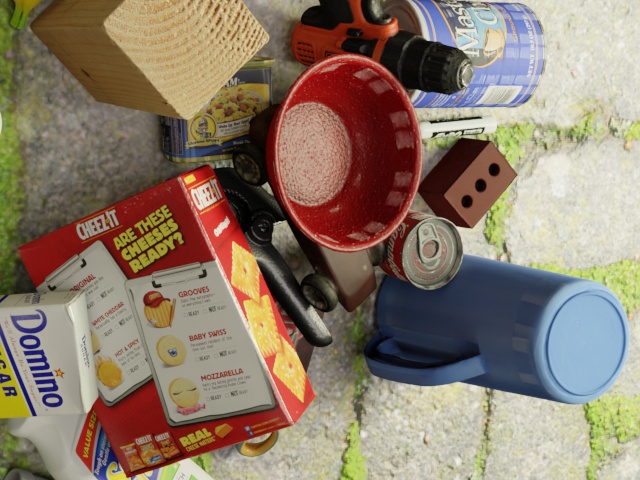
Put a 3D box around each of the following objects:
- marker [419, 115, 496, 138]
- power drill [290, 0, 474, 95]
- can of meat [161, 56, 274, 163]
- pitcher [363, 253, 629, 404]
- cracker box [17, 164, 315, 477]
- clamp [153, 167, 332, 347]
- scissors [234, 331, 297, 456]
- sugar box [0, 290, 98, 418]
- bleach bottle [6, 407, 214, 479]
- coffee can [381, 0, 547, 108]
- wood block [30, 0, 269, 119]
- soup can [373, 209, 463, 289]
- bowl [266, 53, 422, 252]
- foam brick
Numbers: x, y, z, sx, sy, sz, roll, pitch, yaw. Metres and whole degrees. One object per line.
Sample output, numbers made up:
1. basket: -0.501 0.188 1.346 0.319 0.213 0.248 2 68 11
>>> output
1. marker: 0.123 -0.112 1.070 0.120 0.020 0.020 -8 104 -27
2. power drill: 0.040 -0.213 0.890 0.057 0.185 0.187 -42 136 -36
3. can of meat: -0.090 -0.115 0.932 0.101 0.058 0.084 -9 106 -27
4. pitcher: 0.159 0.085 1.000 0.144 0.243 0.149 22 83 -27
5. cracker box: -0.123 0.067 0.869 0.164 0.072 0.213 -21 97 21
6. clamp: -0.056 0.001 0.967 0.209 0.036 0.164 16 70 -28
7. scissors: -0.073 0.140 0.949 0.096 0.016 0.202 -1 141 -6
8. sugar box: -0.270 0.092 0.837 0.176 0.048 0.093 -4 104 5
9. bleach bottle: -0.189 0.196 0.932 0.250 0.068 0.102 46 57 -26
10. coffee can: 0.127 -0.176 1.010 0.140 0.103 0.103 -4 102 -28
11. wood block: -0.137 -0.159 0.810 0.090 0.206 0.090 -47 118 -13
12. soup can: 0.080 0.003 1.021 0.068 0.102 0.068 -6 103 -28
13. bowl: 0.010 -0.072 0.884 0.161 0.055 0.162 -3 95 -40
14. foam brick: 0.147 -0.058 1.075 0.078 0.051 0.053 -49 118 -11
